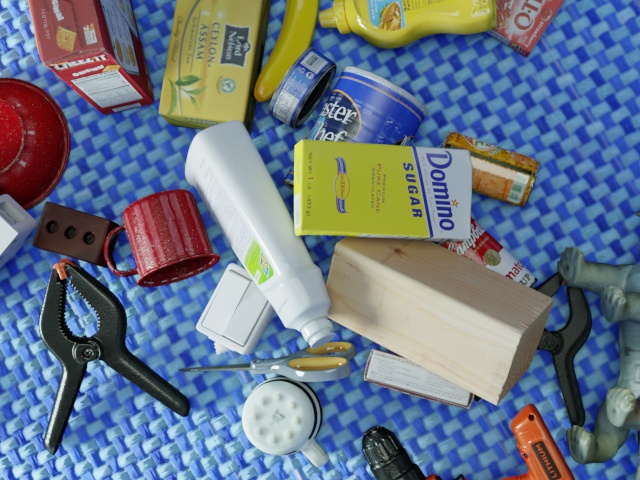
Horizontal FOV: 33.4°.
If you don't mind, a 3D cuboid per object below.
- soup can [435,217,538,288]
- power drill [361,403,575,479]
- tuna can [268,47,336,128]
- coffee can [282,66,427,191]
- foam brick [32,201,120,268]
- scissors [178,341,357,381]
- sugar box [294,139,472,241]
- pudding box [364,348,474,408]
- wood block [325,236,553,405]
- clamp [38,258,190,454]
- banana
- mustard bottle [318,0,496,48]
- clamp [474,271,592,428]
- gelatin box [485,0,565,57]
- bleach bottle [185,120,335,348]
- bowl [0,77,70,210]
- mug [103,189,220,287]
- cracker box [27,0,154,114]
[{"bbox_3d":[0.170,0.030,1.129,0.102,0.068,0.068,44,88,7],"label":"soup can"},{"bbox_3d":[0.155,0.244,1.104,0.188,0.057,0.184,-30,88,10],"label":"power drill"},{"bbox_3d":[-0.019,-0.164,1.156,0.034,0.086,0.086,34,87,5],"label":"tuna can"},{"bbox_3d":[0.037,-0.099,1.136,0.103,0.103,0.140,28,87,7],"label":"coffee can"},{"bbox_3d":[-0.268,-0.006,1.175,0.078,0.051,0.053,15,85,6],"label":"foam brick"},{"bbox_3d":[-0.048,0.129,1.153,0.202,0.096,0.016,-1,106,34],"label":"scissors"},{"bbox_3d":[0.063,-0.048,1.064,0.176,0.048,0.093,2,85,-10],"label":"sugar box"},{"bbox_3d":[0.102,0.144,1.111,0.113,0.090,0.039,13,84,5],"label":"pudding box"},{"bbox_3d":[0.115,0.066,1.077,0.206,0.090,0.090,26,122,23],"label":"wood block"},{"bbox_3d":[-0.254,0.125,1.149,0.164,0.036,0.210,-23,99,3],"label":"clamp"},{"bbox_3d":[-0.034,-0.245,1.180,0.069,0.037,0.198,9,85,-32],"label":"banana"},{"bbox_3d":[0.091,-0.259,1.161,0.192,0.058,0.096,-9,73,16],"label":"mustard bottle"},{"bbox_3d":[0.229,0.110,1.131,0.120,0.039,0.171,8,87,0],"label":"clamp"},{"bbox_3d":[0.222,-0.259,1.175,0.073,0.030,0.089,34,88,7],"label":"gelatin box"},{"bbox_3d":[-0.057,0.001,1.107,0.068,0.103,0.251,-21,69,-22],"label":"bleach bottle"},{"bbox_3d":[-0.366,-0.110,1.193,0.162,0.055,0.162,0,84,4],"label":"bowl"},{"bbox_3d":[-0.175,0.000,1.148,0.117,0.093,0.081,-19,78,-5],"label":"mug"},{"bbox_3d":[-0.245,-0.237,1.117,0.072,0.213,0.164,-15,83,2],"label":"cracker box"}]
